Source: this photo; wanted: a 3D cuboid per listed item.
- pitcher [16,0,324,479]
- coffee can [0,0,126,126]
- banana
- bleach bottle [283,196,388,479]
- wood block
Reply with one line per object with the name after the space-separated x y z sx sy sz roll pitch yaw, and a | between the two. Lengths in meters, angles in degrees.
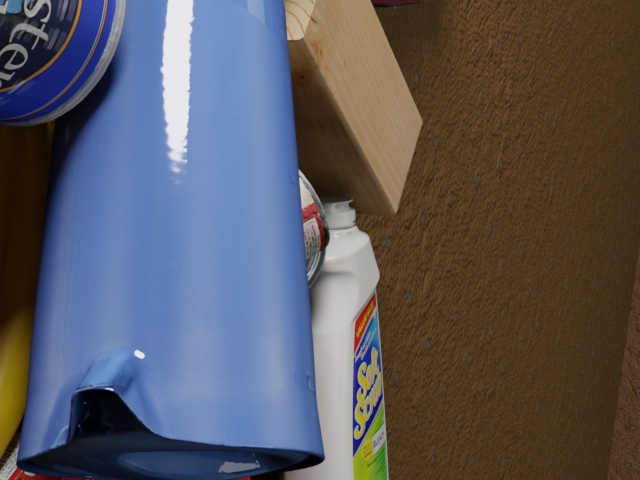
-0.066 -0.007 0.511 0.144 0.149 0.243 9 69 -29 | pitcher
-0.157 -0.106 0.411 0.140 0.103 0.103 9 88 -65 | coffee can
-0.154 0.019 0.520 0.069 0.037 0.198 0 96 -75 | banana
0.009 0.094 0.792 0.102 0.068 0.251 -26 117 -62 | bleach bottle
-0.005 -0.110 0.750 0.206 0.090 0.090 56 47 -54 | wood block
